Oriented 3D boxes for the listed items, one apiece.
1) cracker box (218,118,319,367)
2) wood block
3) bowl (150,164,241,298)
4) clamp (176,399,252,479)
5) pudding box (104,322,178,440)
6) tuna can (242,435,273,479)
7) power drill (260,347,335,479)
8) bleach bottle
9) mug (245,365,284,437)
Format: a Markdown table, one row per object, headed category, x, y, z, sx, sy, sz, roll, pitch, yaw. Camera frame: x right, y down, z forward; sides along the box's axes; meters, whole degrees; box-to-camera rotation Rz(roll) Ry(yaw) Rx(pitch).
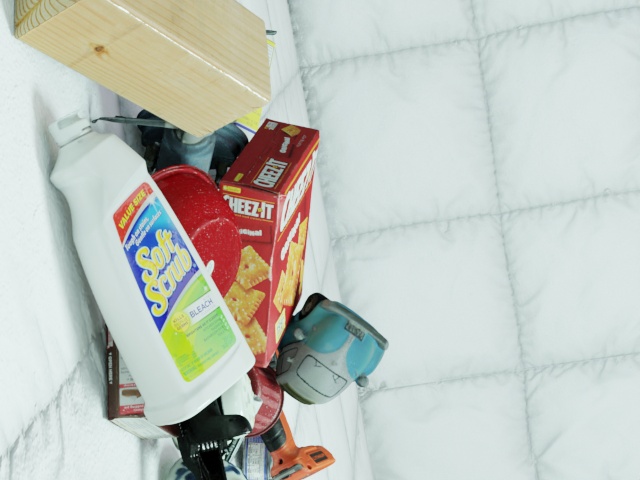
| category | x | y | z | sx | sy | sz | roll | pitch | yaw |
| --- | --- | --- | --- | --- | --- | --- | --- | --- | --- |
| cracker box | -0.057 | 0.001 | 1.142 | 0.164 | 0.072 | 0.214 | -64 | 164 | -58 |
| wood block | -0.140 | -0.174 | 0.881 | 0.205 | 0.091 | 0.090 | 27 | 50 | -49 |
| bowl | -0.120 | 0.016 | 0.961 | 0.161 | 0.055 | 0.162 | -35 | 135 | -44 |
| clamp | -0.101 | 0.175 | 0.957 | 0.210 | 0.036 | 0.165 | -124 | -145 | -52 |
| pudding box | -0.155 | 0.123 | 0.940 | 0.113 | 0.039 | 0.090 | 63 | 20 | -70 |
| tuna can | -0.080 | 0.273 | 1.391 | 0.086 | 0.034 | 0.086 | 4 | 89 | -88 |
| power drill | -0.053 | 0.212 | 1.351 | 0.188 | 0.057 | 0.184 | 61 | 21 | 12 |
| bleach bottle | -0.151 | 0.016 | 0.856 | 0.102 | 0.068 | 0.251 | -37 | 103 | -42 |
| mug | -0.101 | 0.185 | 1.213 | 0.117 | 0.093 | 0.081 | -61 | 161 | -8 |
